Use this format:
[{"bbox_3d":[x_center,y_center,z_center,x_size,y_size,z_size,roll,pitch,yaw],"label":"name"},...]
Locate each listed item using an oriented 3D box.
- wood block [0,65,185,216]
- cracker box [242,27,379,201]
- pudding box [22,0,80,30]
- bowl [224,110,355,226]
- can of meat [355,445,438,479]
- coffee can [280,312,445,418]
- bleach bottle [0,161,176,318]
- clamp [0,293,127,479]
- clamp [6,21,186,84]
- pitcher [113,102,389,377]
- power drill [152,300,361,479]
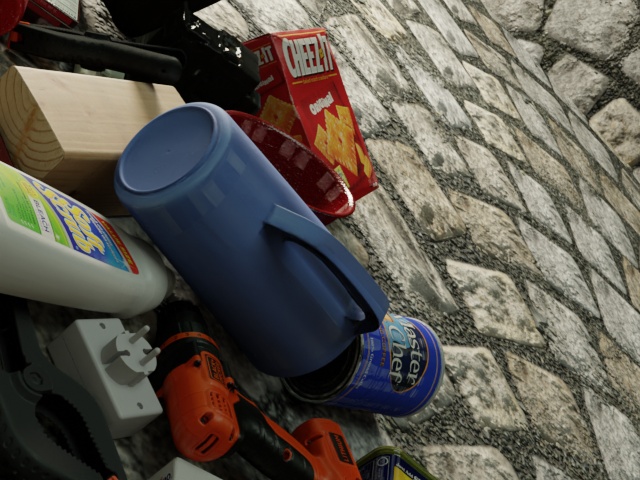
[{"bbox_3d":[-0.194,-0.079,0.917,0.090,0.091,0.205,58,25,14],"label":"wood block"},{"bbox_3d":[-0.014,-0.137,1.250,0.164,0.072,0.214,-30,102,-65],"label":"cracker box"},{"bbox_3d":[-0.286,-0.261,1.073,0.090,0.039,0.113,35,31,-34],"label":"pudding box"},{"bbox_3d":[-0.046,-0.056,1.029,0.162,0.055,0.162,31,21,-13],"label":"bowl"},{"bbox_3d":[0.075,0.250,0.962,0.102,0.058,0.084,41,29,-19],"label":"can of meat"},{"bbox_3d":[0.041,0.114,1.034,0.140,0.103,0.103,19,39,-49],"label":"coffee can"},{"bbox_3d":[-0.193,0.002,0.787,0.103,0.068,0.250,56,15,26],"label":"bleach bottle"},{"bbox_3d":[-0.203,0.096,0.728,0.210,0.036,0.164,47,24,-5],"label":"clamp"},{"bbox_3d":[-0.203,-0.174,0.991,0.171,0.039,0.120,5,9,-15],"label":"clamp"},{"bbox_3d":[-0.056,0.001,0.894,0.242,0.149,0.145,53,12,-42],"label":"pitcher"},{"bbox_3d":[-0.058,0.141,0.872,0.187,0.057,0.184,38,15,-28],"label":"power drill"}]
